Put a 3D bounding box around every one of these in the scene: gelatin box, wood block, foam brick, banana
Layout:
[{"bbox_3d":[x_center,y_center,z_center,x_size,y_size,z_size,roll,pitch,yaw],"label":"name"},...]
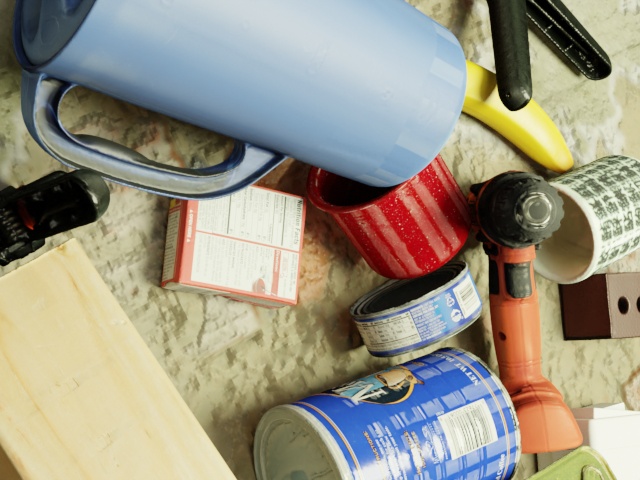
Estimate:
[{"bbox_3d":[-0.054,0.001,0.685,0.089,0.030,0.073,13,75,-32],"label":"gelatin box"},{"bbox_3d":[-0.114,0.116,0.551,0.090,0.091,0.206,-32,85,-30],"label":"wood block"},{"bbox_3d":[0.238,0.053,0.855,0.078,0.051,0.053,-1,83,-34],"label":"foam brick"},{"bbox_3d":[0.117,-0.101,0.808,0.197,0.037,0.069,11,74,-34],"label":"banana"}]

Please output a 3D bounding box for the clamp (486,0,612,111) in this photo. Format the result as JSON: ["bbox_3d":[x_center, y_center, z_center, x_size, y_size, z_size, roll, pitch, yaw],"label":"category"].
[{"bbox_3d":[0.156,-0.204,0.842,0.164,0.036,0.210,-13,80,-49],"label":"clamp"}]

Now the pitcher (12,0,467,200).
[{"bbox_3d":[-0.041,-0.106,0.597,0.242,0.149,0.145,20,51,-35],"label":"pitcher"}]

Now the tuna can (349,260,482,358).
[{"bbox_3d":[0.065,0.046,0.723,0.086,0.086,0.034,-29,100,-33],"label":"tuna can"}]

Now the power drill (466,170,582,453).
[{"bbox_3d":[0.139,0.045,0.731,0.057,0.184,0.188,-5,92,3],"label":"power drill"}]

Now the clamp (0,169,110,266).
[{"bbox_3d":[-0.151,-0.011,0.541,0.120,0.171,0.039,-21,104,3],"label":"clamp"}]

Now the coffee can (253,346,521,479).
[{"bbox_3d":[0.043,0.135,0.684,0.140,0.103,0.103,-15,91,-34],"label":"coffee can"}]

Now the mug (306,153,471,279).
[{"bbox_3d":[0.048,-0.035,0.725,0.093,0.117,0.081,-30,127,10],"label":"mug"}]
